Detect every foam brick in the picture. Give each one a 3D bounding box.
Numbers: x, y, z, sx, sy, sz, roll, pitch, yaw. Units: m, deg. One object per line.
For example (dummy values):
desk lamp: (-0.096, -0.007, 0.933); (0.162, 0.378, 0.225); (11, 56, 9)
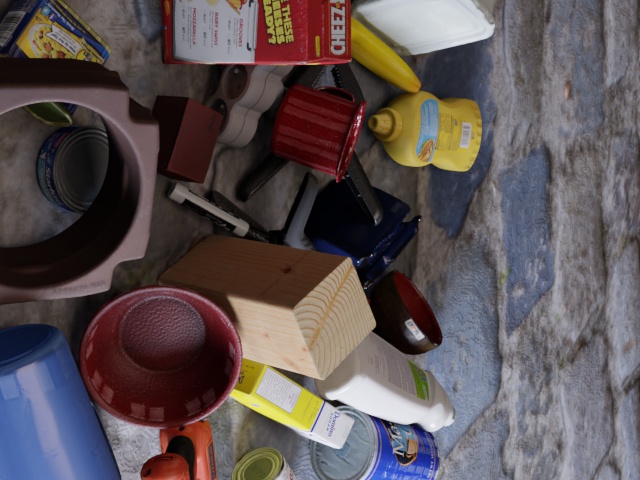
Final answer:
foam brick: (-0.143, -0.103, 1.093); (0.052, 0.051, 0.078); (23, 80, -47)

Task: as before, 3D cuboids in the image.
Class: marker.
marker: (-0.106, -0.025, 1.134); (0.121, 0.020, 0.020); (30, 73, -21)

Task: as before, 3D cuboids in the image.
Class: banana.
banana: (0.051, -0.228, 1.268); (0.037, 0.070, 0.197); (-44, 147, 15)

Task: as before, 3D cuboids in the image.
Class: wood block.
wood block: (-0.059, 0.063, 1.095); (0.090, 0.207, 0.090); (-42, 124, -33)

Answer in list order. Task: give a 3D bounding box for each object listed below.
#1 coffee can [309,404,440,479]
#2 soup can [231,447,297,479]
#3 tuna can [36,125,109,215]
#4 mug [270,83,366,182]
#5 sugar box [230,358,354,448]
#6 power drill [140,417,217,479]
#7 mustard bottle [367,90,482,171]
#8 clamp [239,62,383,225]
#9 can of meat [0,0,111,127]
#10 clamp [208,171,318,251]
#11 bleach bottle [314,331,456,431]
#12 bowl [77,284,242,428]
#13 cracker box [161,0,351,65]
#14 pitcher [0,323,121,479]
coffee can: (0.069, 0.269, 1.338); (0.140, 0.103, 0.103); (24, 79, -46)
soup can: (-0.054, 0.298, 1.239); (0.068, 0.069, 0.102); (-47, 126, -31)
tuna can: (-0.228, -0.068, 1.023); (0.085, 0.034, 0.086); (-9, 103, -45)
mug: (0.000, -0.128, 1.156); (0.093, 0.081, 0.117); (101, 10, -52)
sugar box: (-0.049, 0.180, 1.207); (0.176, 0.094, 0.048); (42, 69, -41)
power drill: (-0.137, 0.274, 1.075); (0.057, 0.187, 0.184); (-5, 104, -2)
mustard bottle: (0.130, -0.142, 1.366); (0.191, 0.058, 0.096); (1, 99, -47)
clamp: (0.010, -0.120, 1.219); (0.164, 0.036, 0.210); (17, 76, -9)
can of meat: (-0.250, -0.167, 0.968); (0.102, 0.058, 0.084); (45, 63, -40)
clamp: (-0.058, 0.001, 1.189); (0.039, 0.120, 0.171); (-82, 170, -56)
bleach bottle: (0.090, 0.182, 1.305); (0.250, 0.068, 0.102); (35, 36, -42)
bowl: (-0.160, 0.107, 1.074); (0.162, 0.055, 0.162); (-2, 113, -6)
cracker box: (-0.066, -0.252, 1.030); (0.071, 0.214, 0.164); (-12, 105, -44)
pitcher: (-0.252, 0.200, 0.987); (0.144, 0.149, 0.243); (-22, 109, -25)
